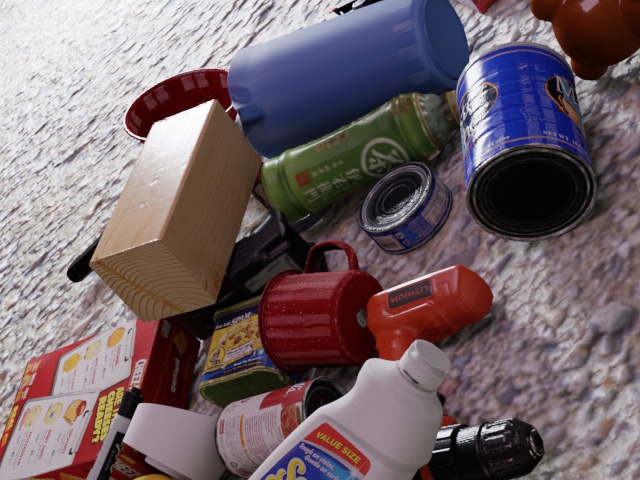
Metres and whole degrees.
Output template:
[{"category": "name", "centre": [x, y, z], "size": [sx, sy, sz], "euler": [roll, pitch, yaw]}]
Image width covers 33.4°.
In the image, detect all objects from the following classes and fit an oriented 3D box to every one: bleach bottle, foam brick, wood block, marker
[{"category": "bleach bottle", "centre": [0.005, 0.165, 0.748], "size": [0.251, 0.067, 0.103], "euler": [-56, 49, 23]}, {"category": "foam brick", "centre": [-0.128, 0.056, 1.097], "size": [0.053, 0.078, 0.051], "euler": [-31, 35, 26]}, {"category": "wood block", "centre": [-0.137, -0.032, 1.050], "size": [0.090, 0.090, 0.206], "euler": [-17, 38, 28]}, {"category": "marker", "centre": [-0.188, 0.188, 0.953], "size": [0.020, 0.020, 0.121], "euler": [7, 72, 52]}]

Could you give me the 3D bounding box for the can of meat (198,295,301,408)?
[{"category": "can of meat", "centre": [-0.060, 0.104, 0.985], "size": [0.102, 0.057, 0.084], "euler": [-21, 42, 36]}]

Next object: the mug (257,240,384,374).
[{"category": "mug", "centre": [0.008, 0.057, 0.922], "size": [0.082, 0.093, 0.117], "euler": [-7, 70, 39]}]

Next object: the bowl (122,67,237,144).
[{"category": "bowl", "centre": [-0.168, -0.155, 1.367], "size": [0.162, 0.055, 0.162], "euler": [-12, 39, 9]}]

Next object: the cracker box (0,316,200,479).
[{"category": "cracker box", "centre": [-0.232, 0.180, 1.087], "size": [0.214, 0.072, 0.164], "euler": [-21, 42, 32]}]

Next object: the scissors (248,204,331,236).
[{"category": "scissors", "centre": [-0.057, 0.001, 1.132], "size": [0.201, 0.016, 0.096], "euler": [-51, 32, -7]}]

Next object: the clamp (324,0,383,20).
[{"category": "clamp", "centre": [0.056, -0.267, 1.269], "size": [0.172, 0.039, 0.120], "euler": [-7, 33, 52]}]

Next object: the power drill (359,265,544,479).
[{"category": "power drill", "centre": [0.086, 0.111, 0.806], "size": [0.185, 0.057, 0.187], "euler": [-21, 40, 34]}]

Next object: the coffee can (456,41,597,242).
[{"category": "coffee can", "centre": [0.167, -0.083, 0.884], "size": [0.103, 0.102, 0.140], "euler": [-28, 37, 27]}]

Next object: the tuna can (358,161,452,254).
[{"category": "tuna can", "centre": [0.078, -0.031, 0.994], "size": [0.086, 0.033, 0.086], "euler": [-30, 36, 24]}]

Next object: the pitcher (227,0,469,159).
[{"category": "pitcher", "centre": [0.035, -0.181, 1.137], "size": [0.243, 0.144, 0.149], "euler": [-15, 56, 35]}]

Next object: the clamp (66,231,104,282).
[{"category": "clamp", "centre": [-0.234, -0.029, 1.350], "size": [0.165, 0.036, 0.209], "euler": [-12, 44, 42]}]

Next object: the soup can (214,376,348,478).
[{"category": "soup can", "centre": [-0.029, 0.156, 0.881], "size": [0.102, 0.068, 0.068], "euler": [-21, 40, 35]}]
